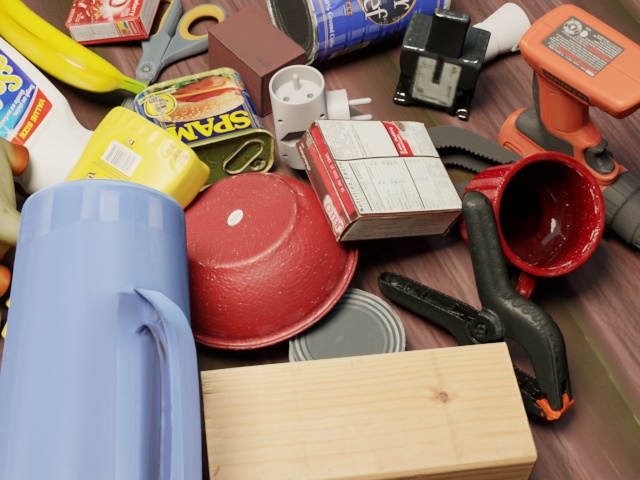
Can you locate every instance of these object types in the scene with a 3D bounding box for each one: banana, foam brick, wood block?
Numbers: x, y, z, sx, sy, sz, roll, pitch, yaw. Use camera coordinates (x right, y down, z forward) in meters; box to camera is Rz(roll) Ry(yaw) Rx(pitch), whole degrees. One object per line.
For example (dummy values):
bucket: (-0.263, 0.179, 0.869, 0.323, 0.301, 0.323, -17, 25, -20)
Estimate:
banana: (-0.242, -0.174, 0.938, 0.198, 0.069, 0.037, 36, 97, 25)
foam brick: (-0.057, -0.160, 0.949, 0.053, 0.051, 0.078, -33, 62, -24)
wood block: (0.027, 0.136, 0.715, 0.206, 0.090, 0.091, -5, 53, -7)

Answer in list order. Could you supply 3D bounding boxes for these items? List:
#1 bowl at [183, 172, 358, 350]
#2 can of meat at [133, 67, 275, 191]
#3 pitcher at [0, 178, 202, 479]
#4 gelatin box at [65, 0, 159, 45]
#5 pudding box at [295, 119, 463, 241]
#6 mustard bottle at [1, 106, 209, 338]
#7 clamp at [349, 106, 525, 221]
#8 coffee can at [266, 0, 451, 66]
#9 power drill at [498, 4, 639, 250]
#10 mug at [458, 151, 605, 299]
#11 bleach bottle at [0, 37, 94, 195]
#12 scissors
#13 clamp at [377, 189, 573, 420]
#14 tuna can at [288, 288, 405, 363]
bowl: (-0.055, 0.001, 0.803, 0.162, 0.055, 0.162, -9, 49, 10)
can of meat: (-0.099, -0.092, 0.894, 0.102, 0.057, 0.084, -15, 54, -14)
pitcher: (-0.133, 0.086, 0.667, 0.149, 0.145, 0.243, -4, 71, 6)
gelatin box: (-0.188, -0.223, 0.988, 0.073, 0.030, 0.089, -2, 52, 15)
pudding box: (0.047, -0.047, 0.815, 0.113, 0.039, 0.090, -5, 61, -35)
mustard bottle: (-0.173, -0.003, 0.798, 0.096, 0.058, 0.191, 32, 82, 28)
clamp: (0.071, -0.067, 0.898, 0.210, 0.036, 0.164, -2, 55, 0)
coffee can: (0.033, -0.227, 0.972, 0.140, 0.103, 0.103, -21, 58, -18)
power drill: (0.214, -0.079, 0.826, 0.057, 0.187, 0.185, -42, 62, -16)
mug: (0.156, -0.008, 0.825, 0.093, 0.082, 0.117, 9, 88, -17)
bleach bottle: (-0.259, -0.111, 0.895, 0.251, 0.068, 0.102, 34, 59, 17)
scissors: (-0.136, -0.156, 0.961, 0.096, 0.016, 0.201, 0, 53, 2)
clamp: (0.116, 0.060, 0.785, 0.039, 0.120, 0.171, -21, 78, -43)
tuna can: (0.019, 0.080, 0.790, 0.086, 0.034, 0.086, 2, 54, -2)
